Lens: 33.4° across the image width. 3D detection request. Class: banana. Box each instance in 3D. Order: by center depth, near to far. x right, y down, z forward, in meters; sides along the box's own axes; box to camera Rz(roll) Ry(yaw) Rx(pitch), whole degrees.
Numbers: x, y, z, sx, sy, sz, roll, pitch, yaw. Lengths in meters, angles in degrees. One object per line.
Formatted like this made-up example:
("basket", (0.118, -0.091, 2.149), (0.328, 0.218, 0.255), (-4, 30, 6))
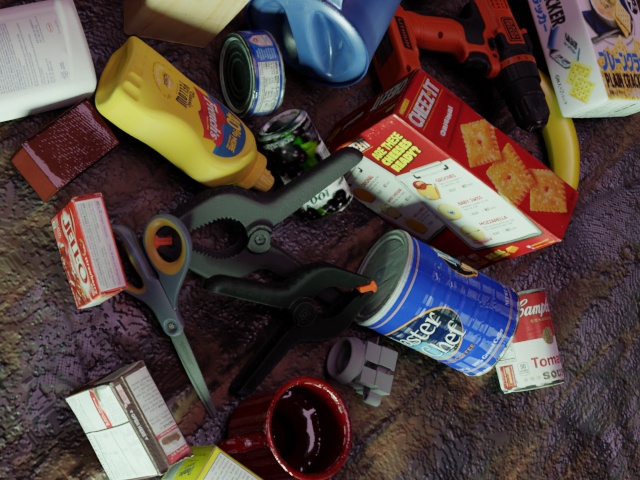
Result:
("banana", (0.260, -0.135, 1.245), (0.069, 0.037, 0.198), (-28, 88, -2))

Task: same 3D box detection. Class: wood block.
("wood block", (-0.108, -0.264, 0.980), (0.090, 0.206, 0.091), (5, 75, -27))

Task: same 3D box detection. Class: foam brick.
("foam brick", (-0.230, -0.080, 0.959), (0.078, 0.053, 0.051), (-43, 99, -28))

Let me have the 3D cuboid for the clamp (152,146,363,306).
("clamp", (-0.057, 0.001, 1.019), (0.209, 0.036, 0.164), (-9, 113, -16))

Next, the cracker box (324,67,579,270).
("cracker box", (0.124, -0.063, 1.078), (0.213, 0.164, 0.072), (36, 62, -16))

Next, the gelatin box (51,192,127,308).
("gelatin box", (-0.204, 0.010, 0.937), (0.030, 0.073, 0.089), (-15, 85, -30))

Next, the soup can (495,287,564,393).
("soup can", (0.217, 0.107, 1.139), (0.068, 0.069, 0.102), (-6, 81, -29))

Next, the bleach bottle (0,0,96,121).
("bleach bottle", (-0.328, -0.145, 0.919), (0.250, 0.068, 0.102), (-16, 85, -28))

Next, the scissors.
("scissors", (-0.124, 0.060, 0.970), (0.202, 0.096, 0.016), (53, 18, -5))

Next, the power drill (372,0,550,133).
("power drill", (0.151, -0.196, 1.165), (0.187, 0.057, 0.184), (-3, 61, -27))

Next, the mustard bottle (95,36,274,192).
("mustard bottle", (-0.119, -0.104, 1.007), (0.191, 0.058, 0.096), (37, 32, -28))

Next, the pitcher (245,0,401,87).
("pitcher", (0.039, -0.288, 1.076), (0.145, 0.149, 0.242), (53, 56, -42))

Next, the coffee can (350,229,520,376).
("coffee can", (0.114, 0.064, 1.075), (0.140, 0.103, 0.102), (26, 66, -20))

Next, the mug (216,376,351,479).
("mug", (-0.041, 0.178, 0.969), (0.117, 0.082, 0.093), (-10, 81, -39))

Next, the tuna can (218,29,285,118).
("tuna can", (-0.069, -0.163, 1.046), (0.033, 0.086, 0.086), (-9, 82, -28))

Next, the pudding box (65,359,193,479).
("pudding box", (-0.163, 0.155, 0.899), (0.039, 0.114, 0.090), (-30, 93, -33))

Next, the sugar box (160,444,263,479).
("sugar box", (-0.051, 0.248, 0.947), (0.176, 0.093, 0.048), (41, 65, -13))

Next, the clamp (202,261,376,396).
("clamp", (-0.030, 0.060, 1.009), (0.171, 0.039, 0.120), (-30, 118, -21))
